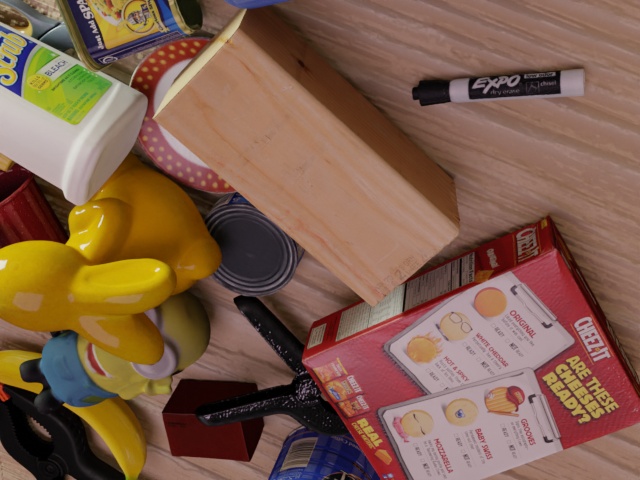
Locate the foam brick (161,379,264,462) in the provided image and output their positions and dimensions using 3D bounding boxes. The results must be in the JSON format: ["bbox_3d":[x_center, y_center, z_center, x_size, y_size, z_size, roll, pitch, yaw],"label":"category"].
[{"bbox_3d":[-0.096,0.162,0.967,0.078,0.051,0.053,1,120,17],"label":"foam brick"}]

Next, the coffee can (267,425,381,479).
[{"bbox_3d":[-0.007,0.244,0.934,0.103,0.140,0.103,8,122,13],"label":"coffee can"}]

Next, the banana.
[{"bbox_3d":[-0.230,0.157,1.005,0.198,0.037,0.069,42,82,-2],"label":"banana"}]

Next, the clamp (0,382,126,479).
[{"bbox_3d":[-0.266,0.224,1.068,0.165,0.036,0.210,-27,107,29],"label":"clamp"}]

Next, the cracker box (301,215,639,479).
[{"bbox_3d":[0.119,0.099,0.832,0.214,0.072,0.164,-26,111,19],"label":"cracker box"}]

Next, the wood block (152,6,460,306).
[{"bbox_3d":[-0.005,-0.063,0.758,0.206,0.090,0.090,41,113,-16],"label":"wood block"}]

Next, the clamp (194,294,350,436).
[{"bbox_3d":[-0.014,0.111,0.905,0.171,0.039,0.120,8,111,-9],"label":"clamp"}]

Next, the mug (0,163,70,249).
[{"bbox_3d":[-0.259,-0.002,0.887,0.093,0.117,0.081,-26,118,-2],"label":"mug"}]

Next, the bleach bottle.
[{"bbox_3d":[-0.261,-0.126,0.794,0.251,0.102,0.068,28,131,1],"label":"bleach bottle"}]

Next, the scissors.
[{"bbox_3d":[-0.193,-0.145,0.835,0.202,0.016,0.096,12,124,11],"label":"scissors"}]

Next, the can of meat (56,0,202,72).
[{"bbox_3d":[-0.140,-0.183,0.761,0.084,0.057,0.102,-16,105,18],"label":"can of meat"}]

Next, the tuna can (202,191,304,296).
[{"bbox_3d":[-0.056,0.001,0.867,0.086,0.033,0.086,8,122,13],"label":"tuna can"}]

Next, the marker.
[{"bbox_3d":[0.124,-0.107,0.752,0.121,0.020,0.020,-1,120,18],"label":"marker"}]
